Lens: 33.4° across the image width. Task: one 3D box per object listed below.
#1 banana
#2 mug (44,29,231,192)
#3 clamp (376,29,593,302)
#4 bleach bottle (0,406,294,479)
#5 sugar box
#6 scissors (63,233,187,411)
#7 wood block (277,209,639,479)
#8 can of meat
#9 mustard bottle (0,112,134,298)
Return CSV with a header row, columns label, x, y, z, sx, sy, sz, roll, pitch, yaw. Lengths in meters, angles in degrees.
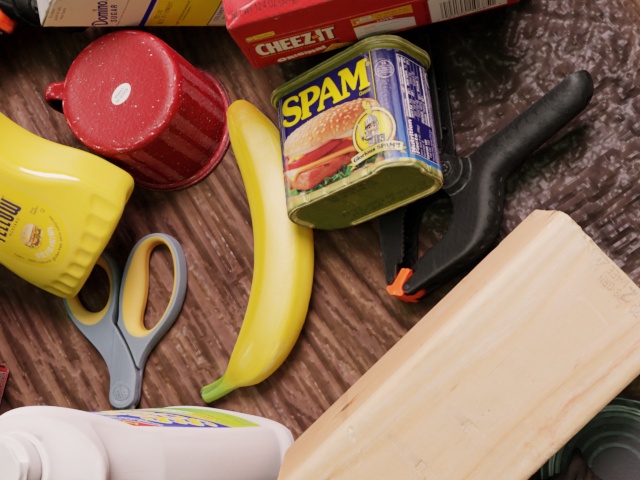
label,x,y,z,sx,sy,sz,roll,pitch,yaw
banana,-0.037,0.006,0.676,0.070,0.037,0.198,3,81,14
mug,-0.125,-0.088,0.695,0.117,0.081,0.093,11,83,18
clamp,0.091,-0.042,0.643,0.120,0.039,0.171,12,86,37
bleach bottle,-0.097,0.119,0.559,0.103,0.250,0.068,7,82,17
sugar box,-0.092,-0.184,0.672,0.175,0.048,0.093,-6,74,-28
scissors,-0.143,0.089,0.702,0.096,0.016,0.202,14,83,20
wood block,0.081,0.086,0.587,0.206,0.091,0.090,-44,90,4
can of meat,0.021,-0.061,0.642,0.102,0.057,0.084,-23,63,36
mustard bottle,-0.219,-0.042,0.656,0.191,0.058,0.096,28,126,-12
